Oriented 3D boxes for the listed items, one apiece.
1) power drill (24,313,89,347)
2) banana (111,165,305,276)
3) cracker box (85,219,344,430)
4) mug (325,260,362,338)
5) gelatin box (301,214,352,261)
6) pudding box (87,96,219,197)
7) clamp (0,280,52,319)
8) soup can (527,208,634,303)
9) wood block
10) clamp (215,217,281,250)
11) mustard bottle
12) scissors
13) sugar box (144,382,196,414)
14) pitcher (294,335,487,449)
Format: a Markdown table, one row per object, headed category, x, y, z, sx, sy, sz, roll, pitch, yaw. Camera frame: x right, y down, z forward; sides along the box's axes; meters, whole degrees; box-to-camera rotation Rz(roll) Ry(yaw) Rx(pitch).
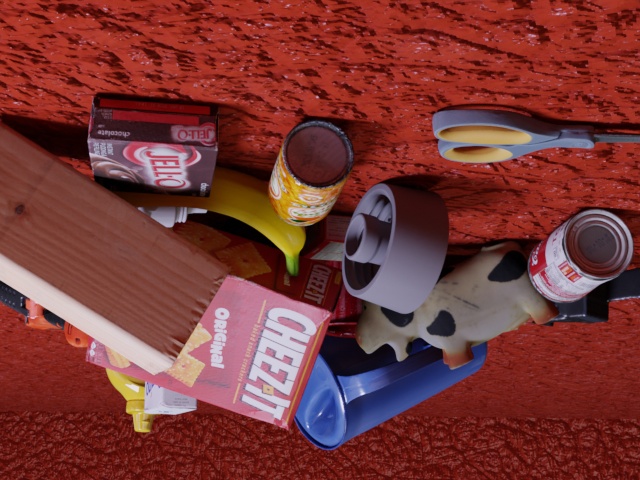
| category | x | y | z | sx | sy | sz | roll | pitch | yaw |
| --- | --- | --- | --- | --- | --- | --- | --- | --- | --- |
| power drill | -0.273 | 0.104 | 1.355 | 0.184 | 0.057 | 0.188 | 15 | 176 | -44 |
| banana | -0.085 | -0.028 | 0.886 | 0.197 | 0.070 | 0.037 | 23 | -171 | -25 |
| cracker box | -0.103 | 0.073 | 0.995 | 0.213 | 0.072 | 0.164 | 19 | 128 | 1 |
| mug | 0.054 | 0.062 | 1.175 | 0.117 | 0.081 | 0.093 | 10 | 164 | -28 |
| gelatin box | 0.034 | -0.001 | 1.036 | 0.089 | 0.030 | 0.073 | 4 | 166 | -17 |
| pudding box | -0.122 | -0.067 | 0.787 | 0.090 | 0.039 | 0.113 | 4 | 166 | -7 |
| clamp | -0.278 | 0.044 | 1.132 | 0.164 | 0.036 | 0.210 | 0 | -171 | -14 |
| soup can | 0.241 | 0.015 | 0.992 | 0.068 | 0.068 | 0.102 | 4 | 165 | -5 |
| wood block | -0.185 | 0.009 | 0.823 | 0.206 | 0.090 | 0.090 | 34 | 161 | -9 |
| clamp | -0.057 | 0.001 | 1.049 | 0.120 | 0.039 | 0.172 | 3 | 174 | -30 |
| mustard bottle | -0.201 | 0.126 | 1.243 | 0.096 | 0.191 | 0.058 | 8 | 163 | -20 |
| scissors | 0.173 | -0.070 | 0.774 | 0.201 | 0.016 | 0.096 | 5 | 167 | -12 |
| sugar box | -0.162 | 0.098 | 1.161 | 0.048 | 0.176 | 0.093 | 7 | 165 | -19 |
| pitcher | 0.085 | 0.145 | 1.270 | 0.242 | 0.145 | 0.149 | -19 | -138 | -31 |
